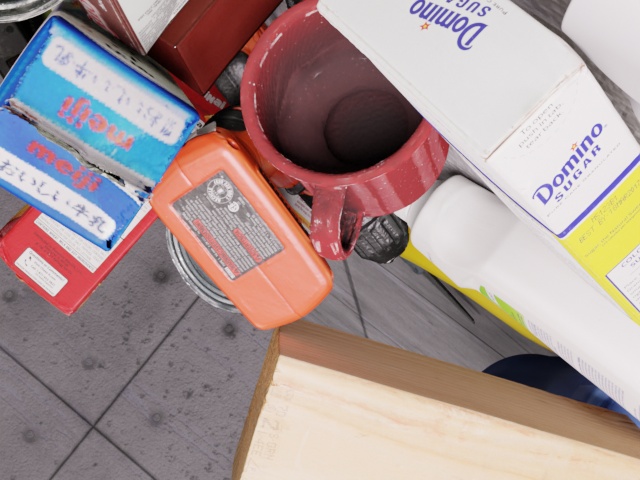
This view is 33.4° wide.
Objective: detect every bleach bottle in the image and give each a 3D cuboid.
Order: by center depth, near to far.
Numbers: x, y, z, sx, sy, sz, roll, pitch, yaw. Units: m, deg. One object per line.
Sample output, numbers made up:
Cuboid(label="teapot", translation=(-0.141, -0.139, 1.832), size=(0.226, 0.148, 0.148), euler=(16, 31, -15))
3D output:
Cuboid(label="bleach bottle", translation=(0.134, 0.030, 0.580), size=(0.251, 0.068, 0.102), euler=(37, 174, 28))

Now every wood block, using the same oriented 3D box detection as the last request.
Cuboid(label="wood block", translation=(0.063, 0.117, 0.558), size=(0.206, 0.090, 0.091), euler=(17, -172, -5))

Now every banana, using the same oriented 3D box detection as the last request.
Cuboid(label="banana", translation=(0.099, 0.019, 0.756), size=(0.198, 0.037, 0.069), euler=(31, 172, 37))

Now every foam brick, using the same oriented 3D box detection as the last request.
Cuboid(label="foam brick", translation=(-0.059, -0.123, 0.526), size=(0.053, 0.078, 0.051), euler=(36, 173, 19))

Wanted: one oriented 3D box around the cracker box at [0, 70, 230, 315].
Cuboid(label="cracker box", translation=(-0.131, -0.053, 0.744), size=(0.072, 0.213, 0.164), euler=(42, 171, -11))

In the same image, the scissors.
Cuboid(label="scissors", translation=(0.083, 0.015, 0.881), size=(0.201, 0.016, 0.096), euler=(41, 172, -19))

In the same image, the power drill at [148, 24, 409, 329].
Cuboid(label="power drill", translation=(-0.017, -0.029, 0.607), size=(0.184, 0.057, 0.187), euler=(50, -157, -15))

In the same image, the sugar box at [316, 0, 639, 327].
Cuboid(label="sugar box", translation=(0.079, -0.034, 0.384), size=(0.093, 0.048, 0.176), euler=(49, -173, 36))

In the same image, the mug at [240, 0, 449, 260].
Cuboid(label="mug", translation=(0.016, -0.047, 0.505), size=(0.093, 0.117, 0.081), euler=(5, 167, 14))

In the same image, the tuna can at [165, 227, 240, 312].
Cuboid(label="tuna can", translation=(-0.054, 0.001, 0.677), size=(0.086, 0.033, 0.086), euler=(17, 125, 26))
